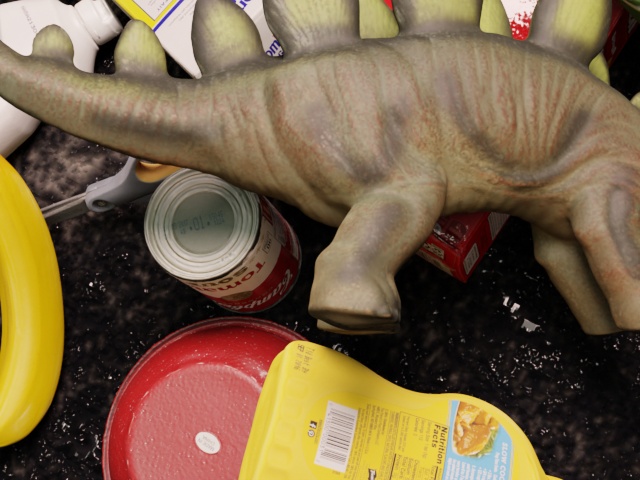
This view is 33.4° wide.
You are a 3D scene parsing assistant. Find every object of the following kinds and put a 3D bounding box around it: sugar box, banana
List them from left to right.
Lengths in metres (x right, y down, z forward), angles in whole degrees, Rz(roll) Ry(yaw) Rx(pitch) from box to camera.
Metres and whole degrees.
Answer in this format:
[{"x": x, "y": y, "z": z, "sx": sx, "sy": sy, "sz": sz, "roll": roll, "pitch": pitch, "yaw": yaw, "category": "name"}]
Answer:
[{"x": -0.188, "y": 0.039, "z": 0.653, "sx": 0.037, "sy": 0.069, "sz": 0.198, "roll": -2, "pitch": 86, "yaw": 37, "category": "banana"}, {"x": -0.069, "y": -0.154, "z": 0.651, "sx": 0.093, "sy": 0.048, "sz": 0.176, "roll": -45, "pitch": 47, "yaw": 1, "category": "sugar box"}]

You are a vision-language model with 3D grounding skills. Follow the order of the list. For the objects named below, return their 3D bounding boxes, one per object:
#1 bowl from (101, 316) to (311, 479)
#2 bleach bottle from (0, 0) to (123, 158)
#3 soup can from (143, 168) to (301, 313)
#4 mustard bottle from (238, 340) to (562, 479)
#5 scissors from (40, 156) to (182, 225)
[{"x": -0.060, "y": 0.119, "z": 0.617, "sx": 0.162, "sy": 0.055, "sz": 0.162, "roll": -3, "pitch": 76, "yaw": 11, "category": "bowl"}, {"x": -0.239, "y": -0.078, "z": 0.698, "sx": 0.251, "sy": 0.068, "sz": 0.102, "roll": -31, "pitch": 73, "yaw": 1, "category": "bleach bottle"}, {"x": -0.054, "y": 0.001, "z": 0.618, "sx": 0.068, "sy": 0.102, "sz": 0.068, "roll": -3, "pitch": 76, "yaw": 11, "category": "soup can"}, {"x": 0.057, "y": 0.126, "z": 0.566, "sx": 0.191, "sy": 0.058, "sz": 0.096, "roll": 19, "pitch": 64, "yaw": -10, "category": "mustard bottle"}, {"x": -0.117, "y": -0.024, "z": 0.674, "sx": 0.202, "sy": 0.096, "sz": 0.016, "roll": -27, "pitch": 53, "yaw": 36, "category": "scissors"}]
